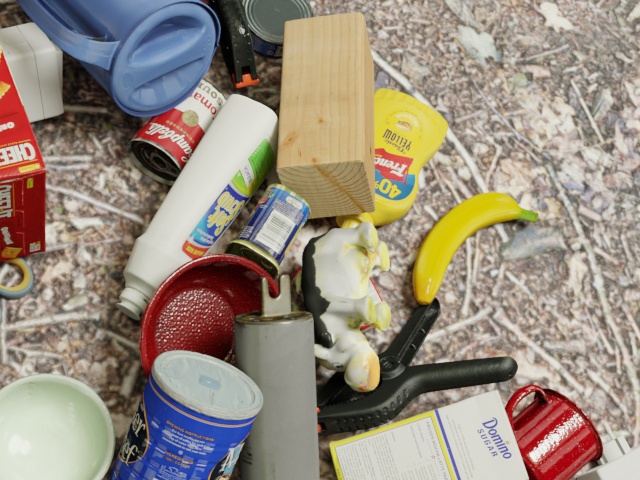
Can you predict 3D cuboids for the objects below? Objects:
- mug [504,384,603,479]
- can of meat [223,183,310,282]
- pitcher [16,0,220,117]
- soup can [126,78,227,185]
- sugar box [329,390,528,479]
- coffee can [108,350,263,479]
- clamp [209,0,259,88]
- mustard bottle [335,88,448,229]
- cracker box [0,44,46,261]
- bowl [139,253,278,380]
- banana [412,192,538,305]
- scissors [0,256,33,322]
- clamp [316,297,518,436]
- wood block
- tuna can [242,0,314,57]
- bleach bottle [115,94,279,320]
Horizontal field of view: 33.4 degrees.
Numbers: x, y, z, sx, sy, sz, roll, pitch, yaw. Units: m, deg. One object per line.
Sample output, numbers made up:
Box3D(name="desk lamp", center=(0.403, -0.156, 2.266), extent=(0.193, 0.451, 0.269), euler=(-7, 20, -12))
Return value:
Box3D(name="mug", center=(0.223, 0.202, 1.091), extent=(0.081, 0.093, 0.117), euler=(-35, 114, -22))
Box3D(name="can of meat", center=(-0.057, 0.001, 1.091), extent=(0.057, 0.102, 0.083), euler=(32, 60, -2))
Box3D(name="pitcher", center=(-0.232, -0.245, 1.091), extent=(0.145, 0.149, 0.243), euler=(-42, 63, -12))
Box3D(name="soup can", center=(-0.149, -0.118, 1.132), extent=(0.068, 0.069, 0.102), euler=(33, 62, -2))
Box3D(name="sugar box", center=(0.104, 0.217, 1.043), extent=(0.176, 0.048, 0.093), euler=(-17, 73, 1))
Box3D(name="coffee can", center=(-0.124, 0.184, 0.953), extent=(0.102, 0.103, 0.140), euler=(21, 106, -8))
Box3D(name="clamp", center=(-0.105, -0.254, 1.199), extent=(0.039, 0.120, 0.171), euler=(-11, 93, -6))
Box3D(name="mustard bottle", center=(0.065, -0.075, 1.184), extent=(0.096, 0.058, 0.191), euler=(28, 63, -2))
Box3D(name="cracker box", center=(-0.323, -0.107, 1.010), extent=(0.072, 0.164, 0.214), euler=(-16, 68, -21))
Box3D(name="bowl", center=(-0.110, 0.092, 1.041), extent=(0.161, 0.055, 0.162), euler=(-2, 93, -31))
Box3D(name="banana", center=(0.158, -0.003, 1.187), extent=(0.197, 0.037, 0.070), euler=(-35, 58, -27))
Box3D(name="scissors", center=(-0.358, 0.000, 1.046), extent=(0.096, 0.016, 0.202), euler=(-28, 78, -27))
Box3D(name="clamp", center=(0.082, 0.139, 1.068), extent=(0.209, 0.165, 0.036), euler=(-31, 119, -19))
Box3D(name="wood block", center=(0.009, -0.135, 1.141), extent=(0.090, 0.091, 0.206), euler=(-5, 55, 9))
Box3D(name="tuna can", center=(-0.053, -0.256, 1.239), extent=(0.086, 0.034, 0.086), euler=(6, 66, -14))
Box3D(name="bleach bottle", center=(-0.127, -0.026, 1.093), extent=(0.068, 0.102, 0.250), euler=(25, 68, 16))
